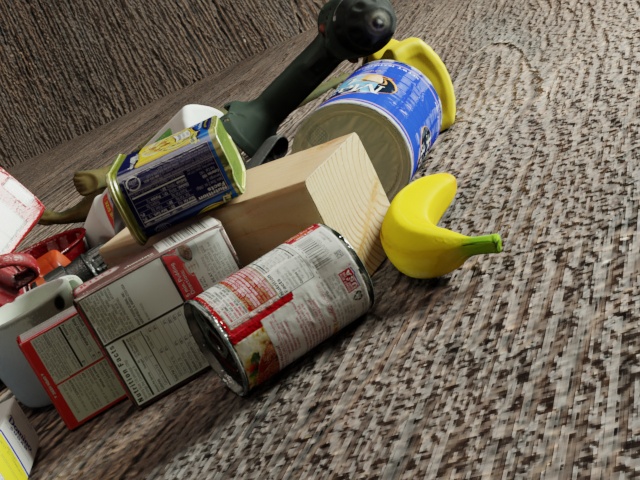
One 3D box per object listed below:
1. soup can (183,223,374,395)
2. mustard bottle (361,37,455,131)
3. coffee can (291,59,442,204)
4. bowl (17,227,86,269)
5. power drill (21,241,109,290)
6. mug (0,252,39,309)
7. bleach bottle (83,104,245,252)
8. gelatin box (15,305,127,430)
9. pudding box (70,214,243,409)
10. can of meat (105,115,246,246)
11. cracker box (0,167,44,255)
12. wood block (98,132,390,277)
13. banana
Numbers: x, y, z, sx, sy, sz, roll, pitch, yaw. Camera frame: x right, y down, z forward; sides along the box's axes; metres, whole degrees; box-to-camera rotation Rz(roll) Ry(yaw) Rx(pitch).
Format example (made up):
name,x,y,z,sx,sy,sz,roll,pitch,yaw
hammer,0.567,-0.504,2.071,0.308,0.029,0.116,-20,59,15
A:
name,x,y,z,sx,sy,sz,roll,pitch,yaw
soup can,-0.025,0.041,0.670,0.102,0.068,0.069,-32,15,-20
mustard bottle,0.083,-0.166,1.129,0.058,0.096,0.192,-27,15,-5
coffee can,0.044,-0.091,0.932,0.103,0.103,0.140,-20,16,25
bowl,-0.319,0.048,1.179,0.162,0.055,0.162,-25,15,7
power drill,-0.263,0.055,1.011,0.184,0.057,0.188,-35,12,-9
mug,-0.290,0.042,0.883,0.117,0.093,0.081,-23,-20,5
bleach bottle,-0.186,-0.040,1.164,0.067,0.102,0.251,4,-32,-45
gelatin box,-0.159,0.079,0.760,0.089,0.073,0.030,-31,15,-14
pudding box,-0.101,0.049,0.734,0.113,0.090,0.039,-29,16,-9
can of meat,-0.102,-0.047,0.775,0.084,0.057,0.102,-25,16,3
cracker box,-0.376,0.047,1.041,0.164,0.072,0.213,-30,25,43
wood block,-0.055,0.001,0.816,0.206,0.090,0.090,-16,18,34
banana,0.075,-0.009,0.742,0.069,0.037,0.198,-8,17,0
